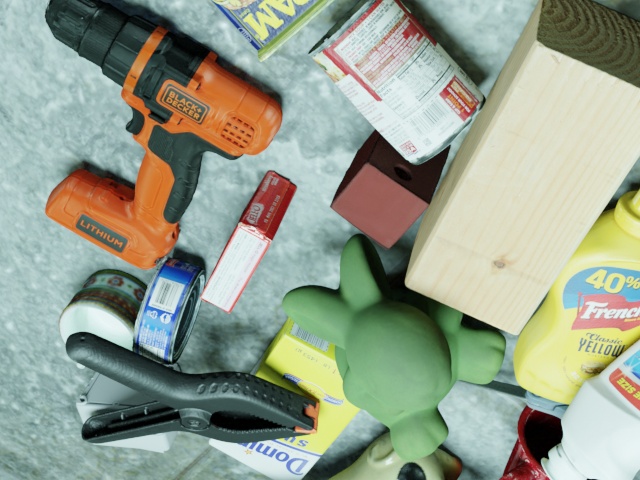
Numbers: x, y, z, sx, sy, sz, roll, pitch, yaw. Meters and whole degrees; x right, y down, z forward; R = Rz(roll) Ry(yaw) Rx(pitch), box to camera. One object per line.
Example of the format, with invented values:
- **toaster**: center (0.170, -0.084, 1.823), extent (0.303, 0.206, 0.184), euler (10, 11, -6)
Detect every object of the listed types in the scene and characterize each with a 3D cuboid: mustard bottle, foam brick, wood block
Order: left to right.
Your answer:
- **foam brick**: center (0.049, -0.044, 0.746), extent (0.053, 0.078, 0.051), euler (35, 130, -8)
- **wood block**: center (0.140, -0.048, 0.704), extent (0.091, 0.090, 0.206), euler (24, 129, -1)
- **mustard bottle**: center (0.209, 0.036, 0.763), extent (0.096, 0.058, 0.192), euler (10, 128, -2)

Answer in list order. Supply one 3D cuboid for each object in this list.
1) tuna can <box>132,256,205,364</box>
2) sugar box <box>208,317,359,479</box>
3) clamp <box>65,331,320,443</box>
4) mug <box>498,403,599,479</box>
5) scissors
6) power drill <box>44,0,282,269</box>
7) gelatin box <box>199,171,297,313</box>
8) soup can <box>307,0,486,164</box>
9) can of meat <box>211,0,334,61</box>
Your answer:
- **tuna can**: center (-0.124, 0.058, 0.878), extent (0.034, 0.086, 0.086), euler (18, 129, 3)
- **sugar box**: center (-0.022, 0.141, 0.932), extent (0.093, 0.048, 0.176), euler (29, 128, -4)
- **clamp**: center (-0.106, 0.128, 0.868), extent (0.210, 0.036, 0.164), euler (3, 145, 4)
- **mug**: center (0.185, 0.187, 0.856), extent (0.093, 0.117, 0.081), euler (49, 146, 33)
- **scissors**: center (0.192, 0.118, 0.849), extent (0.202, 0.096, 0.016), euler (24, 133, 42)
- **power drill**: center (-0.142, -0.077, 0.800), extent (0.184, 0.057, 0.188), euler (31, 129, -5)
- **gelatin box**: center (-0.055, 0.001, 0.819), extent (0.030, 0.073, 0.089), euler (28, 130, -3)
- **soup can**: center (0.051, -0.108, 0.698), extent (0.102, 0.068, 0.069), euler (46, 127, -11)
- **can of meat**: center (-0.029, -0.180, 0.685), extent (0.102, 0.057, 0.084), euler (-34, 107, 35)
